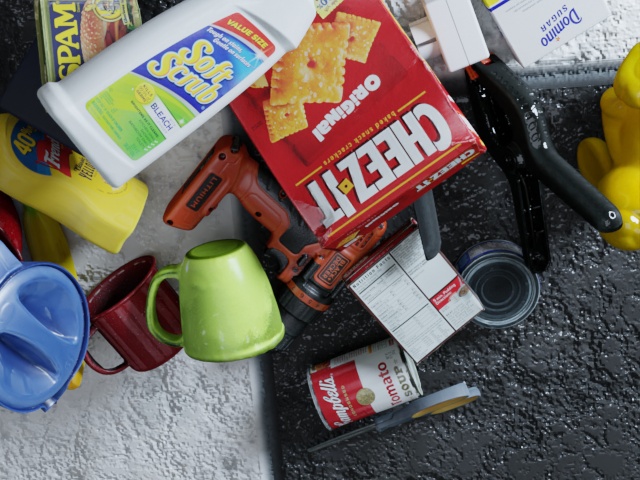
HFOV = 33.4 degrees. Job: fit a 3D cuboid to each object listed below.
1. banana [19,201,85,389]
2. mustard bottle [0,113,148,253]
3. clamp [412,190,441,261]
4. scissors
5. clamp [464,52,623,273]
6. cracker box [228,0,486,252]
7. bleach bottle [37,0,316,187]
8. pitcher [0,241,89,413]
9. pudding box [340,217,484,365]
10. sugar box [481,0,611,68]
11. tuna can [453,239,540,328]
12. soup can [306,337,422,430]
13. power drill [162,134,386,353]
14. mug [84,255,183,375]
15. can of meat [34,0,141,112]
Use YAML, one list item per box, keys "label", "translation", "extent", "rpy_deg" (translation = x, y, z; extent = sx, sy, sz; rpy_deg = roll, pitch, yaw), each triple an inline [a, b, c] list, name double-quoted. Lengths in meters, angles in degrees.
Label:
- label: "banana"
  translation: [-0.262, 0.046, 1.046]
  extent: [0.037, 0.069, 0.198]
  rpy_deg: [-10, 102, 12]
- label: "mustard bottle"
  translation: [-0.255, -0.066, 0.985]
  extent: [0.191, 0.096, 0.058]
  rpy_deg: [31, 119, -16]
- label: "clamp"
  translation: [0.083, -0.067, 0.981]
  extent: [0.120, 0.039, 0.171]
  rpy_deg: [28, 87, 9]
- label: "scissors"
  translation: [0.085, 0.187, 1.122]
  extent: [0.202, 0.096, 0.016]
  rpy_deg: [-31, 68, 39]
- label: "clamp"
  translation: [0.187, -0.071, 0.980]
  extent: [0.036, 0.165, 0.210]
  rpy_deg: [-22, 74, -18]
- label: "cracker box"
  translation: [0.016, -0.122, 0.937]
  extent: [0.164, 0.072, 0.214]
  rpy_deg: [-35, 79, 13]
- label: "bleach bottle"
  translation: [-0.101, -0.157, 0.872]
  extent: [0.251, 0.068, 0.102]
  rpy_deg: [-39, 122, -4]
- label: "pitcher"
  translation: [-0.347, 0.065, 0.986]
  extent: [0.243, 0.144, 0.149]
  rpy_deg: [6, 81, 29]
- label: "pudding box"
  translation: [0.089, 0.049, 1.019]
  extent: [0.090, 0.039, 0.113]
  rpy_deg: [-40, 105, 5]
- label: "sugar box"
  translation: [0.174, -0.252, 0.943]
  extent: [0.093, 0.048, 0.176]
  rpy_deg: [-30, 111, 11]
- label: "tuna can"
  translation: [0.175, 0.044, 1.063]
  extent: [0.086, 0.033, 0.086]
  rpy_deg: [0, 111, 1]
- label: "soup can"
  translation: [0.045, 0.144, 1.086]
  extent: [0.102, 0.068, 0.068]
  rpy_deg: [-21, 109, 8]
- label: "power drill"
  translation: [-0.057, 0.001, 1.039]
  extent: [0.187, 0.057, 0.184]
  rpy_deg: [35, 104, -15]
- label: "mug"
  translation: [-0.184, 0.083, 1.047]
  extent: [0.117, 0.093, 0.081]
  rpy_deg: [-46, 114, -23]
- label: "can of meat"
  translation: [-0.197, -0.164, 0.915]
  extent: [0.083, 0.058, 0.102]
  rpy_deg: [-5, 84, -19]
